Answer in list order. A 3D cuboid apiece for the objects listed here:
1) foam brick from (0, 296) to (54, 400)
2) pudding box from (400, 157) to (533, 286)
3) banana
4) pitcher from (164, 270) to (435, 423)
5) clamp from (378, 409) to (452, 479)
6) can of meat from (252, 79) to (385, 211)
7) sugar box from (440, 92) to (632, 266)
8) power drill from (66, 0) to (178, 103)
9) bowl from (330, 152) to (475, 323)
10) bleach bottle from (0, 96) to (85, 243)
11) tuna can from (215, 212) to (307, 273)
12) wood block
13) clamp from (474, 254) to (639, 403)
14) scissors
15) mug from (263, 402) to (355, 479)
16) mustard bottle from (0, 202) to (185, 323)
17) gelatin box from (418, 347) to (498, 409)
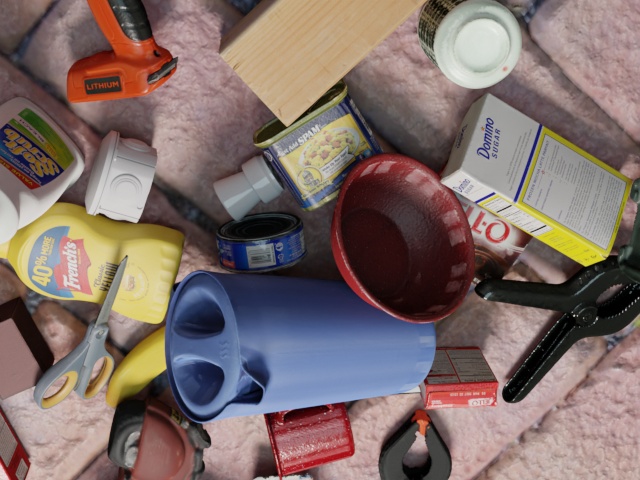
[{"bbox_3d":[-0.306,0.107,1.053,0.051,0.053,0.078,-22,109,3],"label":"foam brick"},{"bbox_3d":[0.148,-0.014,1.057,0.113,0.039,0.090,32,104,-14],"label":"pudding box"},{"bbox_3d":[-0.135,0.110,1.078,0.198,0.037,0.069,-20,109,2],"label":"banana"},{"bbox_3d":[-0.019,0.090,1.004,0.242,0.145,0.149,2,69,-36],"label":"pitcher"},{"bbox_3d":[0.108,0.269,1.154,0.120,0.039,0.171,13,108,-11],"label":"clamp"},{"bbox_3d":[0.001,-0.088,1.010,0.102,0.057,0.084,-32,111,6],"label":"can of meat"},{"bbox_3d":[0.208,-0.057,1.025,0.176,0.048,0.093,28,67,-11],"label":"sugar box"},{"bbox_3d":[-0.214,-0.214,0.925,0.185,0.057,0.187,1,123,30],"label":"power drill"},{"bbox_3d":[0.065,0.003,0.986,0.162,0.162,0.055,42,144,-17],"label":"bowl"},{"bbox_3d":[-0.263,-0.049,0.897,0.068,0.251,0.102,-38,108,8],"label":"bleach bottle"},{"bbox_3d":[-0.057,0.001,1.021,0.086,0.086,0.034,-8,108,-2],"label":"tuna can"},{"bbox_3d":[0.015,-0.209,0.951,0.206,0.090,0.090,-41,107,10],"label":"wood block"},{"bbox_3d":[0.261,0.079,1.093,0.210,0.036,0.164,-18,126,-9],"label":"clamp"},{"bbox_3d":[-0.229,0.097,1.016,0.096,0.016,0.202,-28,151,-33],"label":"scissors"},{"bbox_3d":[-0.014,0.184,1.080,0.081,0.093,0.117,-14,145,-5],"label":"mug"},{"bbox_3d":[-0.233,0.014,1.024,0.191,0.058,0.096,15,120,-9],"label":"mustard bottle"},{"bbox_3d":[0.135,0.139,1.083,0.073,0.089,0.030,-2,109,-5],"label":"gelatin box"}]
